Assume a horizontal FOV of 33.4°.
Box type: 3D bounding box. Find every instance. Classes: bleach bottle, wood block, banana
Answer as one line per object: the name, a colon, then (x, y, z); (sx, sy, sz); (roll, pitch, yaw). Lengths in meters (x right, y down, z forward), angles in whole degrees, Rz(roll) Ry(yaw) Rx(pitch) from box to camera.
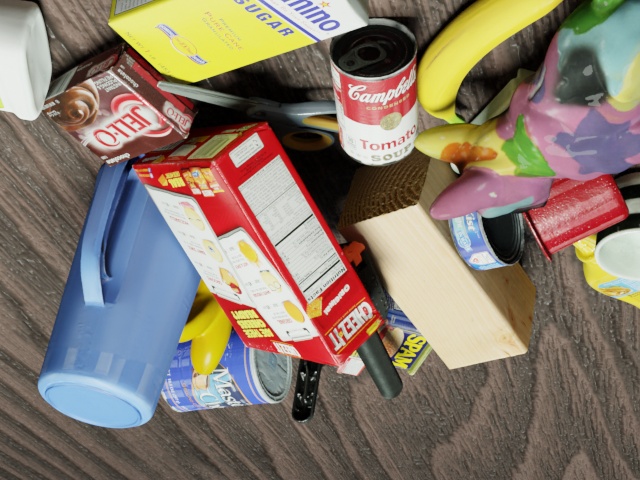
bleach bottle: (-0.351, -0.162, 0.859); (0.251, 0.068, 0.103); (8, 149, -1)
wood block: (0.116, 0.018, 1.018); (0.091, 0.090, 0.206); (-18, 126, 34)
banana: (0.122, -0.151, 0.836); (0.069, 0.037, 0.198); (-5, 157, -24)

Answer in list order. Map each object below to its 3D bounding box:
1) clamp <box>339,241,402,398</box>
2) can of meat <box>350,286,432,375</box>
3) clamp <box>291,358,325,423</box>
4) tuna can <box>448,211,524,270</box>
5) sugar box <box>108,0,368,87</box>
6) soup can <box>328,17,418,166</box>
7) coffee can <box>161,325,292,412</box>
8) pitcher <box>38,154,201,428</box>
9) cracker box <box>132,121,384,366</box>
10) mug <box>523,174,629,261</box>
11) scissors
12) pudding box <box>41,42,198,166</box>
clamp: (0.014, 0.059, 1.039); (0.165, 0.036, 0.210); (33, 153, 24)
can of meat: (0.074, 0.092, 1.133); (0.084, 0.057, 0.102); (15, 143, -8)
clamp: (-0.010, 0.129, 1.224); (0.039, 0.120, 0.171); (5, -165, 16)
tuna can: (0.150, -0.017, 0.963); (0.034, 0.086, 0.086); (-13, 146, 35)
sugar box: (-0.061, -0.177, 0.803); (0.176, 0.048, 0.093); (-11, 149, 29)
soup can: (0.045, -0.117, 0.856); (0.068, 0.068, 0.102); (1, 143, 7)
coffee can: (-0.120, 0.160, 1.348); (0.140, 0.103, 0.102); (-9, 148, 24)
pitcher: (-0.184, 0.043, 1.011); (0.149, 0.242, 0.145); (28, 145, -25)
cracker box: (-0.056, 0.001, 0.947); (0.164, 0.072, 0.213); (3, 129, 57)
mug: (0.222, -0.042, 0.958); (0.081, 0.093, 0.117); (-27, -178, 13)
scissors: (-0.053, -0.105, 0.920); (0.201, 0.016, 0.096); (3, 160, -22)
pudding box: (-0.174, -0.114, 0.912); (0.114, 0.039, 0.090); (-12, 137, 44)
